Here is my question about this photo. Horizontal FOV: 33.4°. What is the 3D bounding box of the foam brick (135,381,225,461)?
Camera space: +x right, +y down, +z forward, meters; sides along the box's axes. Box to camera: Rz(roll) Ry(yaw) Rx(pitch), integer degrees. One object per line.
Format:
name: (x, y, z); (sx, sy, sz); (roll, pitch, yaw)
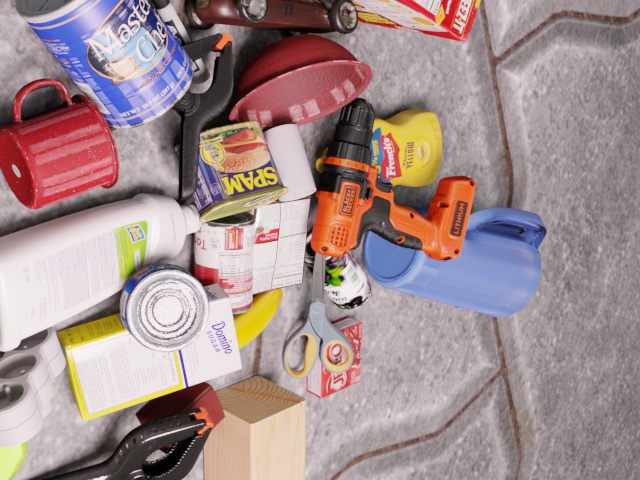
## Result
foam brick: (-0.156, 0.196, 1.196); (0.078, 0.053, 0.051); (-42, 130, -26)

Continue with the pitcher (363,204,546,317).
pitcher: (0.180, 0.017, 1.412); (0.242, 0.145, 0.149); (12, 90, -44)

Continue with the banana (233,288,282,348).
banana: (-0.117, 0.102, 1.211); (0.197, 0.037, 0.070); (-12, 114, -43)

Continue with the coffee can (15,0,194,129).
coffee can: (-0.194, -0.187, 0.977); (0.102, 0.103, 0.140); (-52, 134, -19)

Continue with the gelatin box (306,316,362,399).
gelatin box: (0.019, 0.151, 1.373); (0.073, 0.030, 0.089); (-17, 116, -41)

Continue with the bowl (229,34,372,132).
bowl: (-0.029, -0.175, 1.145); (0.161, 0.162, 0.055); (-7, 72, -44)

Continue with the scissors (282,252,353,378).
scissors: (0.012, 0.089, 1.292); (0.096, 0.016, 0.202); (15, 118, -12)

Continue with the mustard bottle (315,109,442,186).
mustard bottle: (0.068, -0.104, 1.308); (0.191, 0.058, 0.096); (-14, 113, -42)

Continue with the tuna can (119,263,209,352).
tuna can: (-0.154, 0.067, 1.059); (0.086, 0.034, 0.086); (-3, 98, -19)

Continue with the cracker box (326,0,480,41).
cracker box: (0.048, -0.291, 1.140); (0.213, 0.164, 0.072); (19, 93, -47)

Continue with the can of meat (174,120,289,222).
can of meat: (-0.095, -0.074, 1.128); (0.101, 0.058, 0.084); (-17, 82, -38)

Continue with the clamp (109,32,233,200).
clamp: (-0.149, -0.139, 1.063); (0.120, 0.039, 0.171); (27, 80, -22)

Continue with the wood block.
wood block: (-0.078, 0.281, 1.278); (0.090, 0.091, 0.206); (-18, 116, -42)

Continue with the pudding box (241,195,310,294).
pudding box: (-0.058, 0.002, 1.234); (0.089, 0.039, 0.113); (-11, 115, -45)

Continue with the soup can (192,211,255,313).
soup can: (-0.106, 0.022, 1.170); (0.068, 0.069, 0.102); (-12, 112, -43)

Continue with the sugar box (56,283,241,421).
sugar box: (-0.175, 0.115, 1.111); (0.176, 0.048, 0.093); (-17, 119, -19)

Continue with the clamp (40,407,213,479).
clamp: (-0.198, 0.257, 1.143); (0.210, 0.036, 0.164); (-33, 134, -3)

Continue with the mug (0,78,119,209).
mug: (-0.245, -0.089, 0.974); (0.081, 0.093, 0.117); (-25, 117, -32)

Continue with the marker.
marker: (-0.145, -0.211, 1.079); (0.020, 0.020, 0.121); (-47, 132, -23)

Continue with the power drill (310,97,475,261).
power drill: (0.086, -0.059, 1.243); (0.187, 0.057, 0.184); (13, 91, -23)

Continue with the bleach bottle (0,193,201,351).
bleach bottle: (-0.222, 0.018, 1.057); (0.250, 0.068, 0.102); (-22, 124, -42)
